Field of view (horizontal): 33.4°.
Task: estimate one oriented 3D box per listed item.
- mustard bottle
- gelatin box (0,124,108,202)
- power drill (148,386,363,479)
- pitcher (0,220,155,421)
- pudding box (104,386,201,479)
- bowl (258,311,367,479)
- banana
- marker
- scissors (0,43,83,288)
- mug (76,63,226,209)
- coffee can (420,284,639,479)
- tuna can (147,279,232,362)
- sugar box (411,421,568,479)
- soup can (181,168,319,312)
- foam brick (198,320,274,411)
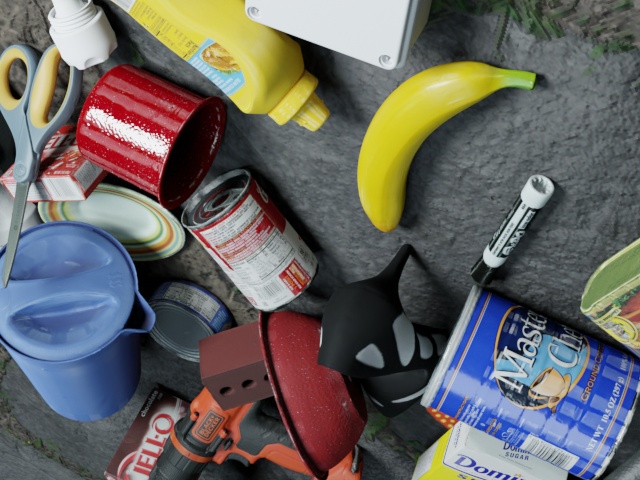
[{"bbox_3d":[-0.071,-0.141,0.718,0.191,0.058,0.096,40,166,-13],"label":"mustard bottle"},{"bbox_3d":[-0.214,-0.066,0.895,0.089,0.073,0.030,0,133,35],"label":"gelatin box"},{"bbox_3d":[-0.065,0.230,1.094,0.187,0.057,0.185,31,113,-8],"label":"power drill"},{"bbox_3d":[-0.243,0.087,1.021,0.149,0.144,0.243,57,162,19],"label":"pitcher"},{"bbox_3d":[-0.169,0.230,1.169,0.090,0.113,0.039,23,151,9],"label":"pudding box"},{"bbox_3d":[0.000,0.125,0.936,0.055,0.162,0.162,-21,127,7],"label":"bowl"},{"bbox_3d":[0.065,-0.067,0.736,0.069,0.037,0.198,36,143,-5],"label":"banana"},{"bbox_3d":[0.137,-0.004,0.774,0.020,0.020,0.121,28,143,4],"label":"marker"},{"bbox_3d":[-0.248,-0.071,0.864,0.096,0.016,0.202,33,105,28],"label":"scissors"},{"bbox_3d":[-0.127,-0.081,0.820,0.081,0.093,0.117,26,179,13],"label":"mug"},{"bbox_3d":[0.161,0.108,0.817,0.140,0.102,0.103,24,143,8],"label":"coffee can"},{"bbox_3d":[-0.129,0.077,1.034,0.086,0.033,0.086,18,141,15],"label":"tuna can"},{"bbox_3d":[0.149,0.208,0.961,0.093,0.048,0.176,23,154,0],"label":"sugar box"},{"bbox_3d":[-0.056,0.001,0.870,0.069,0.068,0.102,-12,126,42],"label":"soup can"},{"bbox_3d":[-0.068,0.115,0.992,0.078,0.051,0.053,-19,135,9],"label":"foam brick"}]
